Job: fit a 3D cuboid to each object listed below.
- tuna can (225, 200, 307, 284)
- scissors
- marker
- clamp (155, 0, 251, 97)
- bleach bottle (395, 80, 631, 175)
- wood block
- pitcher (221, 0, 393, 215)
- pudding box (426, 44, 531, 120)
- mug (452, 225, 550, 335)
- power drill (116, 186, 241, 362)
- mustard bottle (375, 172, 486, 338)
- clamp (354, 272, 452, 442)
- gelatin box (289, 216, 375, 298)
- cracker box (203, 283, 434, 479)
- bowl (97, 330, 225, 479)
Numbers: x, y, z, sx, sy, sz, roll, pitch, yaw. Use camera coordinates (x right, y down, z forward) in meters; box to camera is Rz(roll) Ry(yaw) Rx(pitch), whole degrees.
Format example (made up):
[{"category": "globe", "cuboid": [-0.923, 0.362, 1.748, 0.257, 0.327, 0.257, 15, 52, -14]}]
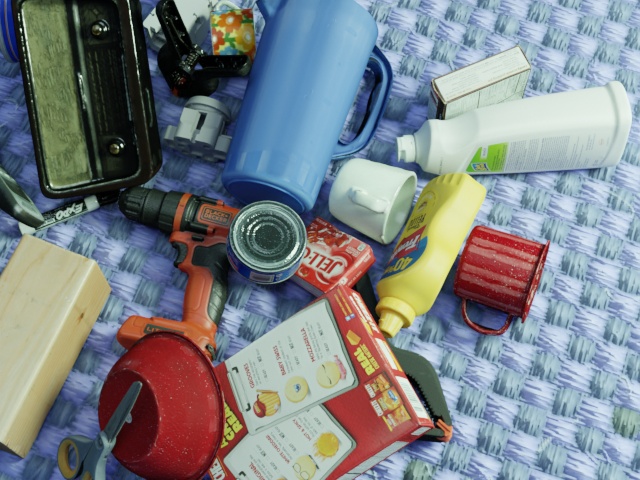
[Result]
[{"category": "tuna can", "cuboid": [-0.057, 0.001, 1.140, 0.086, 0.034, 0.086, 3, 67, -7]}, {"category": "scissors", "cuboid": [-0.223, 0.191, 1.056, 0.016, 0.202, 0.096, -4, 35, -40]}, {"category": "marker", "cuboid": [-0.286, -0.034, 1.225, 0.121, 0.020, 0.020, -21, 67, -7]}, {"category": "clamp", "cuboid": [-0.153, -0.211, 1.212, 0.120, 0.172, 0.039, 45, 65, -12]}, {"category": "bleach bottle", "cuboid": [0.210, -0.118, 1.194, 0.251, 0.102, 0.068, -5, 55, 0]}, {"category": "wood block", "cuboid": [-0.312, 0.112, 1.124, 0.090, 0.091, 0.206, 20, 69, 10]}, {"category": "pitcher", "cuboid": [-0.018, -0.151, 1.215, 0.149, 0.145, 0.242, 10, 71, 20]}, {"category": "pudding box", "cuboid": [0.181, -0.169, 1.225, 0.113, 0.090, 0.039, -24, 68, -8]}, {"category": "mug", "cuboid": [0.188, 0.044, 1.138, 0.081, 0.093, 0.117, 18, 86, 15]}, {"category": "power drill", "cuboid": [-0.157, 0.035, 1.168, 0.184, 0.057, 0.187, 14, 68, 8]}, {"category": "mustard bottle", "cuboid": [0.107, 0.021, 1.133, 0.058, 0.096, 0.191, 36, 63, -16]}, {"category": "clamp", "cuboid": [0.048, 0.145, 1.123, 0.164, 0.036, 0.210, -40, 67, -12]}, {"category": "gelatin box", "cuboid": [0.005, 0.022, 1.166, 0.073, 0.030, 0.089, -46, 48, -15]}, {"category": "cracker box", "cuboid": [-0.018, 0.170, 1.064, 0.214, 0.072, 0.164, -35, 67, 11]}, {"category": "bowl", "cuboid": [-0.171, 0.171, 1.062, 0.162, 0.055, 0.162, -1, 89, 38]}]
